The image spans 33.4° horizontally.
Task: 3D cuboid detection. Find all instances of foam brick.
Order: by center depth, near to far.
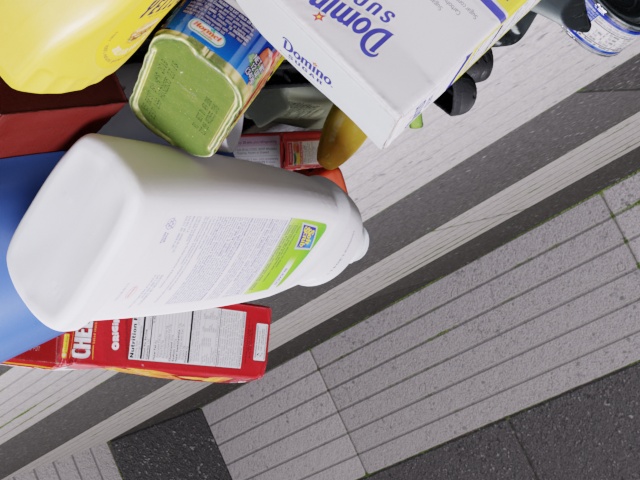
[{"bbox_3d":[-0.147,-0.074,0.526,0.078,0.053,0.051,-16,167,-48],"label":"foam brick"}]

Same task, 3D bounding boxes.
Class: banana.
[{"bbox_3d":[0.049,-0.104,0.808,0.037,0.069,0.197,5,-164,26],"label":"banana"}]

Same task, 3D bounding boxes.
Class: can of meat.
[{"bbox_3d":[-0.046,-0.098,0.531,0.083,0.057,0.102,-57,-175,-25],"label":"can of meat"}]

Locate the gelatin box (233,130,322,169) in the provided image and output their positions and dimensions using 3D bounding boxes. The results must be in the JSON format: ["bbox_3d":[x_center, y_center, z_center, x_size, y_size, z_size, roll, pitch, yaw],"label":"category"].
[{"bbox_3d":[-0.046,-0.066,0.800,0.089,0.030,0.073,0,-175,29],"label":"gelatin box"}]

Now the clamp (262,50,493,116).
[{"bbox_3d":[0.048,-0.120,0.719,0.165,0.036,0.209,10,-160,21],"label":"clamp"}]

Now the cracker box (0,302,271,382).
[{"bbox_3d":[-0.174,0.078,0.897,0.164,0.072,0.213,-3,170,43],"label":"cracker box"}]

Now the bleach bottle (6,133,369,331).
[{"bbox_3d":[-0.054,0.001,0.630,0.250,0.068,0.103,5,127,-55],"label":"bleach bottle"}]

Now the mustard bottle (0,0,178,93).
[{"bbox_3d":[-0.053,-0.133,0.415,0.192,0.058,0.096,-33,-175,35],"label":"mustard bottle"}]

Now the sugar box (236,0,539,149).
[{"bbox_3d":[0.056,-0.131,0.453,0.176,0.093,0.048,-43,175,-12],"label":"sugar box"}]
